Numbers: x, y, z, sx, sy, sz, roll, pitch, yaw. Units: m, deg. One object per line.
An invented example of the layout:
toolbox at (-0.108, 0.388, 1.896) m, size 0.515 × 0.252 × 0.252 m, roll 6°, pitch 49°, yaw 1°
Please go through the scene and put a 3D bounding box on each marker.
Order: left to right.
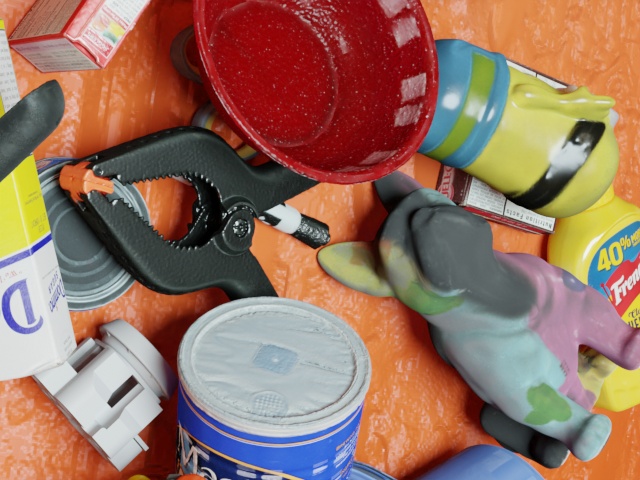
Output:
marker at (-0.041, -0.024, 0.664) m, size 0.121 × 0.020 × 0.020 m, roll 27°, pitch 79°, yaw -32°

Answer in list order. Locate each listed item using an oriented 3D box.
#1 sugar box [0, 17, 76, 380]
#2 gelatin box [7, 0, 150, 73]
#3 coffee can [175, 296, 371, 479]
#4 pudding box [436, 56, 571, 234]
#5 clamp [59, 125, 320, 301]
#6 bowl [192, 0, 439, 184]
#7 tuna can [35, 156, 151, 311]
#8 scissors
sugar box at (-0.187, -0.015, 0.531) m, size 0.093 × 0.048 × 0.176 m, roll -10°, pitch 99°, yaw 3°
gelatin box at (-0.120, -0.124, 0.561) m, size 0.030 × 0.089 × 0.073 m, roll 40°, pitch 73°, yaw -31°
coffee can at (-0.031, 0.117, 0.601) m, size 0.102 × 0.103 × 0.140 m, roll -18°, pitch 133°, yaw -31°
pudding box at (0.137, -0.068, 0.767) m, size 0.089 × 0.039 × 0.113 m, roll 16°, pitch 87°, yaw -32°
clamp at (-0.054, 0.001, 0.615) m, size 0.209 × 0.036 × 0.164 m, roll 8°, pitch 91°, yaw -42°
bowl at (-0.012, -0.103, 0.597) m, size 0.161 × 0.055 × 0.162 m, roll 10°, pitch 72°, yaw -33°
tuna can at (-0.138, -0.004, 0.593) m, size 0.085 × 0.034 × 0.086 m, roll -3°, pitch 96°, yaw -33°
scissors at (-0.006, -0.089, 0.685) m, size 0.201 × 0.016 × 0.096 m, roll 7°, pitch 92°, yaw -34°
